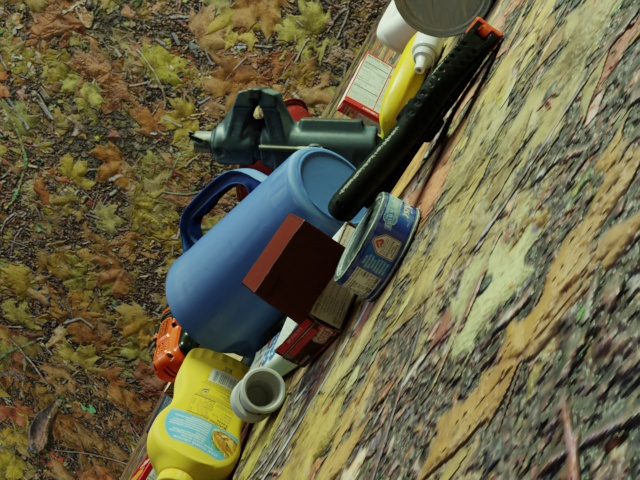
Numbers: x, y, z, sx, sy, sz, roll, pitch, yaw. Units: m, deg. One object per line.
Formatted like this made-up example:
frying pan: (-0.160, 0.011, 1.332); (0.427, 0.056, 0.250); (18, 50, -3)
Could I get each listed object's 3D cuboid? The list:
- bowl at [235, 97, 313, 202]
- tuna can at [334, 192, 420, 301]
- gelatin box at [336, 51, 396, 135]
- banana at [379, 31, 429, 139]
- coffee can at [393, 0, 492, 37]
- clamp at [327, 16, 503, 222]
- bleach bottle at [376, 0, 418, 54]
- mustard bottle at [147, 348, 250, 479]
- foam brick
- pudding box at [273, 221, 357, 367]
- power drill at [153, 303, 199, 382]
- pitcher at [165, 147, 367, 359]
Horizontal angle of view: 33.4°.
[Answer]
bowl: (-0.043, -0.104, 1.415); (0.162, 0.055, 0.162); (-46, -26, -31)
tuna can: (0.045, 0.004, 0.862); (0.086, 0.033, 0.086); (-61, 6, 10)
gelatin box: (0.070, -0.182, 1.334); (0.089, 0.073, 0.030); (-65, 7, -32)
banana: (0.106, -0.200, 1.295); (0.197, 0.037, 0.070); (-65, 8, -31)
coffee can: (0.133, -0.284, 1.121); (0.103, 0.102, 0.140); (-58, 6, 30)
clamp: (0.081, -0.099, 0.922); (0.210, 0.036, 0.164); (-54, -6, 18)
bleach bottle: (0.140, -0.308, 1.395); (0.102, 0.068, 0.251); (-62, 8, 0)
mustard bottle: (-0.127, 0.203, 1.117); (0.058, 0.096, 0.191); (-58, 6, 40)
foam brick: (-0.022, 0.023, 0.918); (0.078, 0.053, 0.051); (-54, 18, -2)
pudding box: (0.005, 0.050, 0.977); (0.090, 0.039, 0.113); (-49, 16, 54)
power drill: (-0.132, 0.075, 1.346); (0.188, 0.057, 0.184); (-41, 24, 22)
pitcher: (-0.057, 0.001, 1.130); (0.243, 0.149, 0.145); (-43, 24, 40)
